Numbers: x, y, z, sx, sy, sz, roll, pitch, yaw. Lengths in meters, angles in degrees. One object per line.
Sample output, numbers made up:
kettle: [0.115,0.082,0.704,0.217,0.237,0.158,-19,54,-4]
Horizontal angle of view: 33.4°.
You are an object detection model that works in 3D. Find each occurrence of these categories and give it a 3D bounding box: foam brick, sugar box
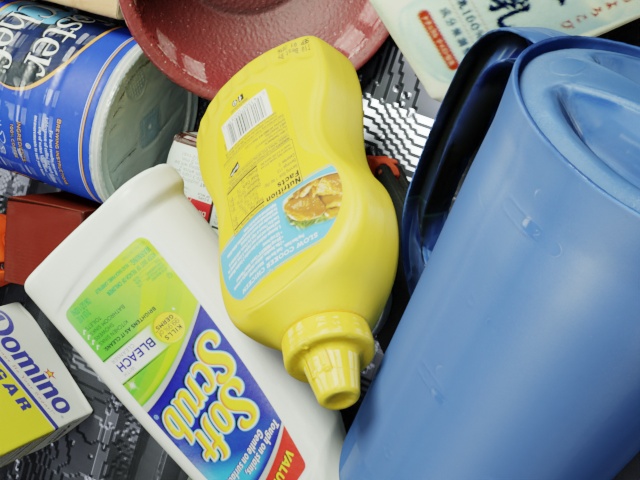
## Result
foam brick: [-0.146,0.000,0.645,0.053,0.078,0.051,11,99,20]
sugar box: [-0.219,0.096,0.634,0.048,0.176,0.093,-38,83,23]

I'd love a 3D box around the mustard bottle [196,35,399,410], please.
mustard bottle: [-0.009,-0.005,0.512,0.096,0.058,0.191,-36,46,26]

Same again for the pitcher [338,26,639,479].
pitcher: [0.091,0.037,0.467,0.145,0.149,0.243,23,128,-1]

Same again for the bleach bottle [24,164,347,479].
bleach bottle: [-0.038,0.085,0.565,0.103,0.068,0.251,-41,91,18]

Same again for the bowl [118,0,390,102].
bowl: [-0.033,-0.154,0.566,0.162,0.055,0.162,-8,120,-15]

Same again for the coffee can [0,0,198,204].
coffee can: [-0.157,-0.085,0.625,0.140,0.102,0.103,18,103,19]
